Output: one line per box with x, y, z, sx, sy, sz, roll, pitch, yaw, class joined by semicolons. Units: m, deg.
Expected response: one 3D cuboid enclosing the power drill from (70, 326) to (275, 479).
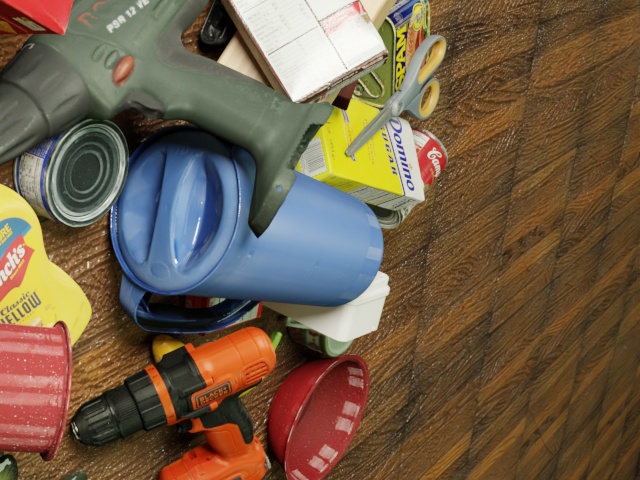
-0.121;0.173;0.962;0.184;0.057;0.188;-22;140;-16;power drill

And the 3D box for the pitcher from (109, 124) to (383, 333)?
-0.056;0.001;0.909;0.242;0.149;0.145;15;64;-55;pitcher

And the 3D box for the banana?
-0.102;0.122;1.025;0.197;0.037;0.069;6;86;-61;banana

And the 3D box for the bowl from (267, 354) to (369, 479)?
-0.011;0.193;1.193;0.161;0.055;0.162;-37;139;-42;bowl

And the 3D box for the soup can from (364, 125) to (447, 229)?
0.087;-0.070;1.187;0.102;0.069;0.068;-51;145;-29;soup can

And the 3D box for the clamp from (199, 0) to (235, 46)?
-0.060;-0.253;0.862;0.171;0.039;0.120;-57;152;-27;clamp

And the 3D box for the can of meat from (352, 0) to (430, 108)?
0.070;-0.200;1.092;0.083;0.058;0.102;-42;141;-44;can of meat

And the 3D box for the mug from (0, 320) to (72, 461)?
-0.217;0.100;0.698;0.081;0.093;0.117;8;148;-25;mug

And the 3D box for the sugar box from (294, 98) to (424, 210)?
0.038;-0.089;1.059;0.175;0.048;0.093;8;68;-52;sugar box

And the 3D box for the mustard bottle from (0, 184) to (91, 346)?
-0.229;0.016;0.720;0.096;0.058;0.191;-41;141;-20;mustard bottle

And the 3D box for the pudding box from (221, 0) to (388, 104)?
-0.013;-0.167;0.825;0.090;0.113;0.039;-30;175;-5;pudding box

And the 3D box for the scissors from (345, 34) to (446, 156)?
0.079;-0.125;1.072;0.201;0.016;0.096;-57;152;-29;scissors

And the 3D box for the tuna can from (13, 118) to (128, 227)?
-0.181;-0.054;0.783;0.086;0.034;0.086;-36;136;-45;tuna can
